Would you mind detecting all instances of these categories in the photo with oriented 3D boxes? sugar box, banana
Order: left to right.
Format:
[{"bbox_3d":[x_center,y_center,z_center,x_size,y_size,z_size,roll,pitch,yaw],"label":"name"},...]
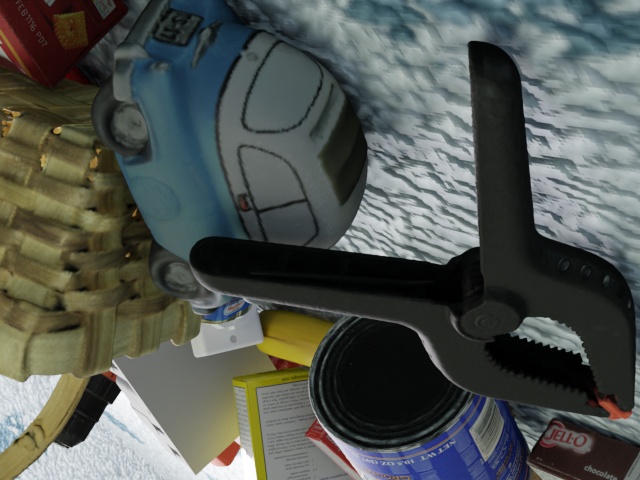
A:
[{"bbox_3d":[-0.012,0.189,0.840,0.048,0.093,0.176,175,89,-69],"label":"sugar box"},{"bbox_3d":[-0.006,0.076,0.804,0.069,0.037,0.198,14,176,-25],"label":"banana"}]

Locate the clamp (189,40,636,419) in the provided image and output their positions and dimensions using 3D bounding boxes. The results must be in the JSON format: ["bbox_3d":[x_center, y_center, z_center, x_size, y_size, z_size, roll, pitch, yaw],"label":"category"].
[{"bbox_3d":[0.059,0.023,0.459,0.165,0.036,0.209,-27,128,30],"label":"clamp"}]

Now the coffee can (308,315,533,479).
[{"bbox_3d":[0.064,0.112,0.645,0.103,0.102,0.140,24,157,37],"label":"coffee can"}]
